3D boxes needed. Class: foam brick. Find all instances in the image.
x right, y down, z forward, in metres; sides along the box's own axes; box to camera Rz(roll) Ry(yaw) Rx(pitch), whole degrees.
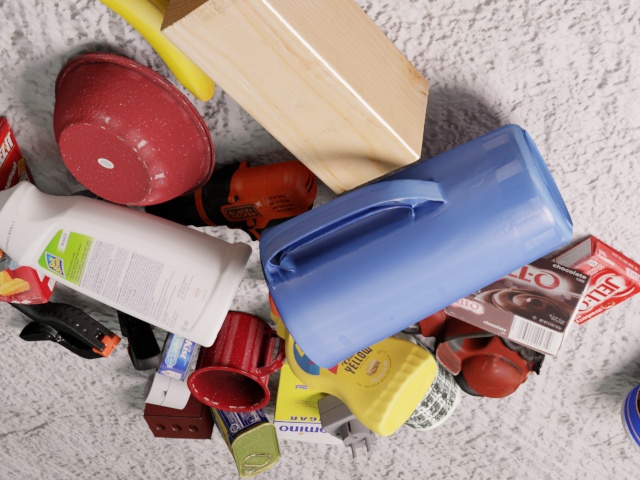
[{"bbox_3d":[-0.174,0.213,1.333,0.078,0.051,0.053,-1,140,14],"label":"foam brick"}]

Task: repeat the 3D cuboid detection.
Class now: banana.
[{"bbox_3d":[-0.149,-0.183,0.857,0.197,0.037,0.070,35,153,-26],"label":"banana"}]

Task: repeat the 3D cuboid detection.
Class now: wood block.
[{"bbox_3d":[-0.014,-0.141,0.831,0.090,0.090,0.205,-22,131,35],"label":"wood block"}]

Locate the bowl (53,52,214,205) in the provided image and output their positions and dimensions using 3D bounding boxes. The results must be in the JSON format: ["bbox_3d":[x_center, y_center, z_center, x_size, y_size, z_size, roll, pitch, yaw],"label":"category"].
[{"bbox_3d":[-0.176,-0.083,0.936,0.162,0.055,0.162,17,140,15],"label":"bowl"}]

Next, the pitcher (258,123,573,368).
[{"bbox_3d":[0.075,-0.002,0.881,0.243,0.149,0.145,-27,103,16],"label":"pitcher"}]

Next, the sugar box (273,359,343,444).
[{"bbox_3d":[-0.006,0.181,1.260,0.093,0.048,0.176,7,140,-1],"label":"sugar box"}]

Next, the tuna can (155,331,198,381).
[{"bbox_3d":[-0.153,0.110,1.175,0.033,0.086,0.086,19,141,-8],"label":"tuna can"}]

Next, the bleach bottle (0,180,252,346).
[{"bbox_3d":[-0.195,0.004,0.966,0.251,0.068,0.103,23,118,-2],"label":"bleach bottle"}]

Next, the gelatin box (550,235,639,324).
[{"bbox_3d":[0.260,0.040,1.041,0.073,0.030,0.089,30,138,-23],"label":"gelatin box"}]

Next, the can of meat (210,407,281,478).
[{"bbox_3d":[-0.094,0.225,1.294,0.057,0.084,0.102,-24,142,-14],"label":"can of meat"}]

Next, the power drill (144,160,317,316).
[{"bbox_3d":[-0.057,0.001,1.041,0.185,0.057,0.187,-6,140,32],"label":"power drill"}]

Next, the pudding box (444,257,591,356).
[{"bbox_3d":[0.184,0.050,0.995,0.113,0.089,0.039,24,135,15],"label":"pudding box"}]

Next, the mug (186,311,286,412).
[{"bbox_3d":[-0.086,0.131,1.188,0.117,0.081,0.093,-19,133,32],"label":"mug"}]

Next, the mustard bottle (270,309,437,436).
[{"bbox_3d":[0.021,0.118,1.118,0.192,0.096,0.058,30,165,33],"label":"mustard bottle"}]

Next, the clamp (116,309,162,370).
[{"bbox_3d":[-0.193,0.091,1.129,0.036,0.164,0.210,-12,152,-12],"label":"clamp"}]

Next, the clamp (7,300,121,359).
[{"bbox_3d":[-0.301,0.086,1.188,0.172,0.039,0.120,9,148,33],"label":"clamp"}]
